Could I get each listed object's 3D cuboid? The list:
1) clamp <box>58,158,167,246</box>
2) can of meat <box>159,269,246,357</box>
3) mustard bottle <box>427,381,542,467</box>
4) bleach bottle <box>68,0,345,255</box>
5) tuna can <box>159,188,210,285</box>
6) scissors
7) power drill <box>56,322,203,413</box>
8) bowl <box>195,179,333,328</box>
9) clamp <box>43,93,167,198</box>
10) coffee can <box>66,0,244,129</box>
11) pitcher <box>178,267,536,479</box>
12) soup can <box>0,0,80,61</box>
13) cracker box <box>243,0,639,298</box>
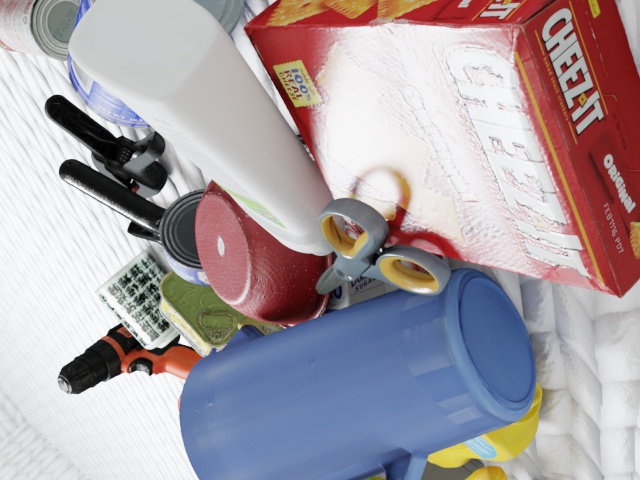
[{"bbox_3d":[-0.152,-0.015,1.050,0.210,0.036,0.164,22,168,31],"label":"clamp"},{"bbox_3d":[-0.134,0.080,1.194,0.102,0.057,0.084,46,159,6],"label":"can of meat"},{"bbox_3d":[0.116,0.128,0.830,0.096,0.058,0.192,53,157,0],"label":"mustard bottle"},{"bbox_3d":[-0.051,-0.060,0.690,0.103,0.068,0.250,34,172,35],"label":"bleach bottle"},{"bbox_3d":[-0.101,-0.003,0.968,0.086,0.086,0.034,39,157,21],"label":"tuna can"},{"bbox_3d":[0.036,0.024,0.705,0.096,0.016,0.202,28,163,11],"label":"scissors"},{"bbox_3d":[-0.199,0.160,1.297,0.188,0.184,0.057,24,129,31],"label":"power drill"},{"bbox_3d":[-0.056,0.001,0.854,0.162,0.055,0.162,30,126,51],"label":"bowl"},{"bbox_3d":[-0.182,-0.079,1.024,0.120,0.039,0.171,25,168,21],"label":"clamp"},{"bbox_3d":[-0.120,-0.149,0.748,0.103,0.102,0.140,49,157,-2],"label":"coffee can"},{"bbox_3d":[0.027,0.118,0.758,0.243,0.144,0.149,-25,102,34],"label":"pitcher"},{"bbox_3d":[-0.245,-0.196,0.938,0.102,0.068,0.068,19,144,47],"label":"soup can"},{"bbox_3d":[0.072,-0.065,0.587,0.214,0.072,0.164,15,141,51],"label":"cracker box"}]
